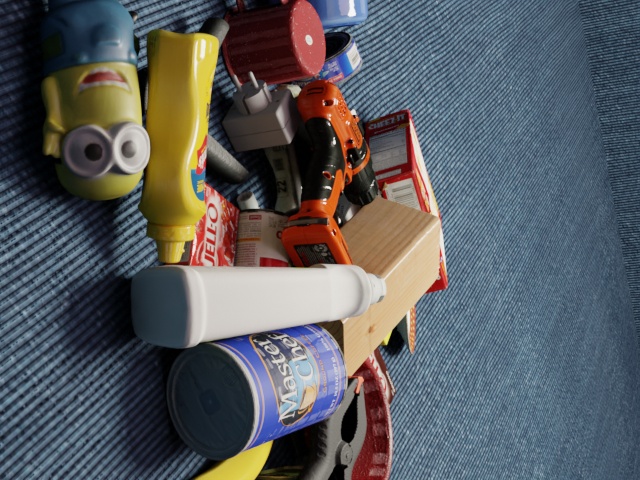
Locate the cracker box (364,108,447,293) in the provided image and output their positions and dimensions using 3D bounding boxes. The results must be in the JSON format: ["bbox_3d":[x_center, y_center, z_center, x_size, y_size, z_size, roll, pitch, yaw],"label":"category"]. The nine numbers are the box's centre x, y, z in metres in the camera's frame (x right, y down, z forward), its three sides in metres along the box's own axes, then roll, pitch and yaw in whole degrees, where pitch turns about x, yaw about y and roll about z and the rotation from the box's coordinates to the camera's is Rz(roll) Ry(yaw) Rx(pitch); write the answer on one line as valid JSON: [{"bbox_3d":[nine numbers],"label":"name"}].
[{"bbox_3d":[0.105,-0.050,1.356,0.213,0.072,0.164,-85,158,-63],"label":"cracker box"}]

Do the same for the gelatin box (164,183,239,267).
[{"bbox_3d":[-0.109,-0.003,1.007,0.073,0.030,0.089,41,49,-55],"label":"gelatin box"}]

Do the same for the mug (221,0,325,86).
[{"bbox_3d":[-0.050,-0.217,1.119,0.093,0.082,0.117,-55,133,-54],"label":"mug"}]

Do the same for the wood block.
[{"bbox_3d":[0.044,0.049,1.164,0.205,0.090,0.091,-43,142,-42],"label":"wood block"}]

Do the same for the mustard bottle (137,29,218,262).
[{"bbox_3d":[-0.120,-0.076,0.888,0.096,0.058,0.192,-106,-158,-80],"label":"mustard bottle"}]

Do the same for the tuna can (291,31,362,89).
[{"bbox_3d":[0.003,-0.205,1.222,0.033,0.086,0.086,66,31,-30],"label":"tuna can"}]

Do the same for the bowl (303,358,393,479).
[{"bbox_3d":[0.025,0.206,1.176,0.162,0.055,0.162,40,44,-55],"label":"bowl"}]

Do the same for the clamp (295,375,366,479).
[{"bbox_3d":[0.006,0.214,1.047,0.120,0.039,0.171,30,63,-59],"label":"clamp"}]

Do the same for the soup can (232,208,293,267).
[{"bbox_3d":[-0.061,0.027,1.058,0.068,0.069,0.102,33,54,-58],"label":"soup can"}]

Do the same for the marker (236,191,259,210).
[{"bbox_3d":[-0.057,0.001,1.126,0.121,0.020,0.020,66,31,-32],"label":"marker"}]

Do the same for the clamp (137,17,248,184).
[{"bbox_3d":[-0.128,-0.107,0.984,0.209,0.036,0.164,-41,124,-56],"label":"clamp"}]

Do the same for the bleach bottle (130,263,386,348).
[{"bbox_3d":[-0.038,0.051,0.956,0.250,0.103,0.068,-2,91,-38],"label":"bleach bottle"}]

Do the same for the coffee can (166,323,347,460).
[{"bbox_3d":[-0.056,0.133,0.976,0.140,0.103,0.103,-9,93,-54],"label":"coffee can"}]

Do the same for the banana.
[{"bbox_3d":[-0.082,0.199,1.017,0.069,0.037,0.197,44,36,-14],"label":"banana"}]

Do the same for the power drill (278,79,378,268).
[{"bbox_3d":[0.014,-0.044,1.101,0.184,0.057,0.187,59,30,-49],"label":"power drill"}]
